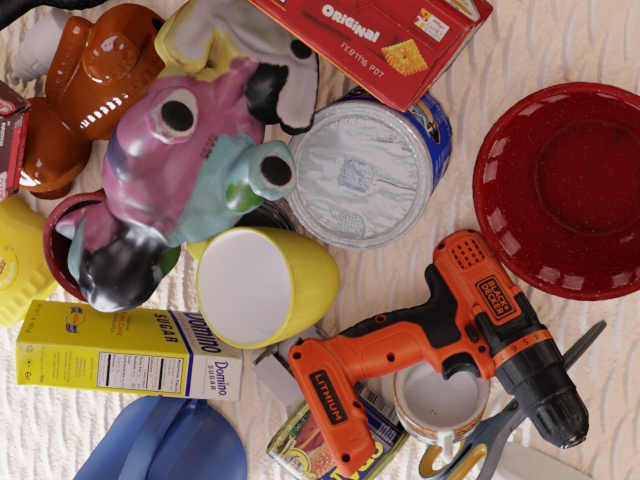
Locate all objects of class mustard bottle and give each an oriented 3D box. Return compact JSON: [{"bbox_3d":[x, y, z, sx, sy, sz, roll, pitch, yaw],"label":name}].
[{"bbox_3d":[-0.303,-0.022,0.916,0.191,0.058,0.096,45,110,-1],"label":"mustard bottle"}]

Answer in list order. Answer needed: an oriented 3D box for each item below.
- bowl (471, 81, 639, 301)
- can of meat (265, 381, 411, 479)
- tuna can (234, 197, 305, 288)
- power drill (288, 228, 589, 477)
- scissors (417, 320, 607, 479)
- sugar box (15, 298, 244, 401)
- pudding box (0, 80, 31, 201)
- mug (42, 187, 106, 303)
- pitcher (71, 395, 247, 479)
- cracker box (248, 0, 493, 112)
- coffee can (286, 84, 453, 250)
[{"bbox_3d":[0.196,-0.040,0.783,0.162,0.055,0.162,7,109,22],"label":"bowl"},{"bbox_3d":[0.015,0.166,0.893,0.084,0.057,0.102,40,111,3],"label":"can of meat"},{"bbox_3d":[-0.056,0.001,0.875,0.086,0.033,0.086,4,106,12],"label":"tuna can"},{"bbox_3d":[0.084,0.102,0.797,0.187,0.057,0.184,-25,66,-7],"label":"power drill"},{"bbox_3d":[0.146,0.138,0.865,0.016,0.096,0.201,42,80,-20],"label":"scissors"},{"bbox_3d":[-0.151,0.087,0.865,0.176,0.093,0.048,3,108,-8],"label":"sugar box"},{"bbox_3d":[-0.275,-0.093,0.815,0.113,0.039,0.090,38,131,19],"label":"pudding box"},{"bbox_3d":[-0.157,-0.007,0.872,0.117,0.081,0.093,-23,99,18],"label":"mug"},{"bbox_3d":[-0.149,0.218,0.847,0.145,0.242,0.149,-25,100,17],"label":"pitcher"},{"bbox_3d":[0.024,-0.170,0.712,0.164,0.213,0.072,36,110,1],"label":"cracker box"},{"bbox_3d":[0.039,-0.060,0.778,0.103,0.140,0.103,4,106,12],"label":"coffee can"}]
